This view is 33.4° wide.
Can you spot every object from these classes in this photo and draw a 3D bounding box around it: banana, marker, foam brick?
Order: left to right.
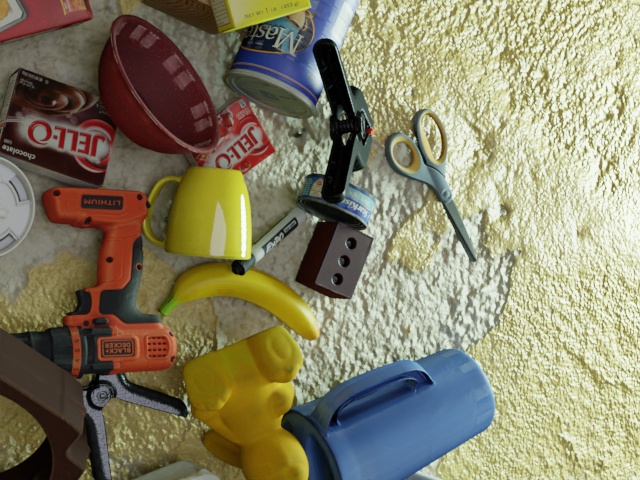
[{"bbox_3d":[-0.081,0.063,1.178,0.197,0.037,0.070,13,105,-27],"label":"banana"},{"bbox_3d":[-0.058,0.001,1.175,0.120,0.020,0.020,-43,112,-40],"label":"marker"},{"bbox_3d":[0.015,0.022,1.217,0.053,0.051,0.078,25,80,-27],"label":"foam brick"}]

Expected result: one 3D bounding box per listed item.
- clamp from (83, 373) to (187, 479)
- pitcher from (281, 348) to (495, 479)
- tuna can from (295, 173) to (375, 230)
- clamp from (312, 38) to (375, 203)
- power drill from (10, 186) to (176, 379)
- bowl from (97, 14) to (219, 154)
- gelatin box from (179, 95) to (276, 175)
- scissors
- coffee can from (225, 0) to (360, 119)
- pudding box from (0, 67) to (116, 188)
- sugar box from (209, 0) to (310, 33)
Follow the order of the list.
[{"bbox_3d":[-0.231,0.168,1.098,0.171,0.039,0.120,44,68,-16],"label":"clamp"},{"bbox_3d":[0.080,0.205,1.213,0.242,0.149,0.145,-21,90,-30],"label":"pitcher"},{"bbox_3d":[0.017,-0.043,1.197,0.086,0.086,0.033,27,78,-27],"label":"tuna can"},{"bbox_3d":[0.027,-0.132,1.146,0.036,0.209,0.164,-2,99,13],"label":"clamp"},{"bbox_3d":[-0.237,0.043,1.060,0.184,0.057,0.187,1,81,-29],"label":"power drill"},{"bbox_3d":[-0.173,-0.145,1.078,0.055,0.162,0.162,-31,112,22],"label":"bowl"},{"bbox_3d":[-0.102,-0.104,1.160,0.089,0.030,0.073,-37,109,-22],"label":"gelatin box"},{"bbox_3d":[0.133,-0.058,1.299,0.096,0.016,0.202,-17,100,-25],"label":"scissors"},{"bbox_3d":[-0.029,-0.217,1.154,0.102,0.103,0.140,27,79,-27],"label":"coffee can"},{"bbox_3d":[-0.262,-0.108,1.061,0.113,0.039,0.090,18,72,-27],"label":"pudding box"},{"bbox_3d":[-0.078,-0.303,1.054,0.093,0.048,0.176,-22,104,-27],"label":"sugar box"}]
